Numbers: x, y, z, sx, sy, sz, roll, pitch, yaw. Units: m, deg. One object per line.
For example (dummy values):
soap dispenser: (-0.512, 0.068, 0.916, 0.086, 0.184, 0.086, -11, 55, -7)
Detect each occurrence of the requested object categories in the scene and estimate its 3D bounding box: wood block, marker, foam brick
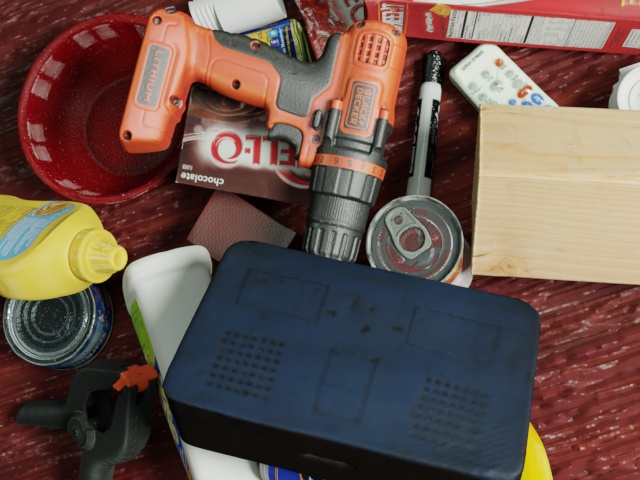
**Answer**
wood block: (0.210, -0.031, 0.735, 0.206, 0.091, 0.090, 3, 40, 7)
marker: (0.084, -0.092, 0.843, 0.020, 0.020, 0.121, 5, 81, 14)
foam brick: (-0.056, 0.001, 0.843, 0.078, 0.051, 0.053, 33, 89, 17)

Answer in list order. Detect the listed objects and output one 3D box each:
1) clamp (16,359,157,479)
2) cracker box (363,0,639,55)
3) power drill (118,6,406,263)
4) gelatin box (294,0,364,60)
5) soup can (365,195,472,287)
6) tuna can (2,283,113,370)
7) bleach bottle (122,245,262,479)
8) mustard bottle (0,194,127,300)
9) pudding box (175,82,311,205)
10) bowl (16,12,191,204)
clamp: (-0.180, 0.138, 0.820, 0.120, 0.039, 0.172, 45, 124, 17)
cracker box: (0.145, -0.232, 0.807, 0.214, 0.072, 0.164, 5, 75, 4)
power drill: (-0.043, -0.079, 0.759, 0.187, 0.057, 0.184, 13, 85, 1)
gelatin box: (0.020, -0.192, 0.872, 0.073, 0.030, 0.089, -22, 75, 9)
soup can: (0.076, 0.011, 0.782, 0.068, 0.102, 0.068, -3, 79, 13)
tuna can: (-0.216, 0.063, 0.879, 0.086, 0.033, 0.086, -3, 79, 13)
bleach bottle: (-0.084, 0.137, 0.797, 0.068, 0.103, 0.251, -15, 75, -16)
mustard bottle: (-0.226, 0.006, 0.838, 0.192, 0.058, 0.096, 5, 37, 35)
pudding box: (-0.046, -0.078, 0.807, 0.113, 0.039, 0.090, 9, 89, 6)
bowl: (-0.167, -0.103, 0.887, 0.162, 0.055, 0.162, -3, 79, 13)
